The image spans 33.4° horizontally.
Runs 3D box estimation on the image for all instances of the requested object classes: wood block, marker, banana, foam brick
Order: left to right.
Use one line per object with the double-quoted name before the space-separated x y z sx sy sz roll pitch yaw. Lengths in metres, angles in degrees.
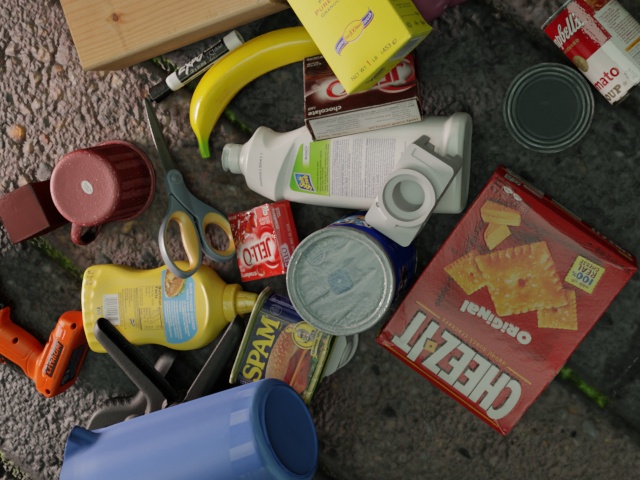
"foam brick" -0.307 -0.033 1.160 0.051 0.078 0.053 -23 92 15
"wood block" -0.146 -0.247 1.079 0.206 0.090 0.091 -16 95 16
"marker" -0.133 -0.181 1.122 0.121 0.020 0.020 -31 90 17
"banana" -0.070 -0.170 1.102 0.198 0.037 0.069 -37 109 18

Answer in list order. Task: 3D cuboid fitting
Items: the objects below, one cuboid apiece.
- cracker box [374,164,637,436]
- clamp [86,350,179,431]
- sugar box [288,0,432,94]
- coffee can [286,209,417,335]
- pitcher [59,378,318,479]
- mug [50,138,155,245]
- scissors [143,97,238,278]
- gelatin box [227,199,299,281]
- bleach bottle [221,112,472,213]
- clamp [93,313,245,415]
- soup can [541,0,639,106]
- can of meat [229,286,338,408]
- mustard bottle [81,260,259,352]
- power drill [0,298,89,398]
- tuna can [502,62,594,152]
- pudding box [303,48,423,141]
"cracker box" 0.180 0.058 1.051 0.164 0.072 0.214 36 106 7
"clamp" -0.190 0.209 1.188 0.172 0.039 0.120 -35 91 20
"sugar box" 0.017 -0.233 0.980 0.093 0.048 0.176 -39 82 38
"coffee can" 0.034 0.028 1.048 0.103 0.140 0.103 2 99 14
"pitcher" -0.121 0.228 1.052 0.243 0.149 0.145 -23 65 26
"mug" -0.238 -0.049 1.137 0.093 0.081 0.117 27 104 9
"scissors" -0.138 -0.056 1.137 0.016 0.096 0.202 -34 58 55
"gelatin box" -0.057 0.001 1.098 0.089 0.030 0.073 -12 91 56
"bleach bottle" 0.023 -0.084 1.076 0.251 0.068 0.102 5 101 16
"clamp" -0.139 0.169 1.128 0.165 0.036 0.210 -9 107 17
"soup can" 0.265 -0.184 0.994 0.069 0.068 0.102 -42 87 16
"can of meat" -0.033 0.109 1.068 0.084 0.057 0.102 21 104 7
"mustard bottle" -0.158 0.070 1.147 0.192 0.058 0.096 -3 90 15
"power drill" -0.347 0.078 1.199 0.188 0.057 0.184 26 108 12
"tuna can" 0.221 -0.128 1.031 0.086 0.033 0.086 2 99 14
"pudding box" 0.041 -0.148 1.043 0.113 0.090 0.039 -12 139 12
